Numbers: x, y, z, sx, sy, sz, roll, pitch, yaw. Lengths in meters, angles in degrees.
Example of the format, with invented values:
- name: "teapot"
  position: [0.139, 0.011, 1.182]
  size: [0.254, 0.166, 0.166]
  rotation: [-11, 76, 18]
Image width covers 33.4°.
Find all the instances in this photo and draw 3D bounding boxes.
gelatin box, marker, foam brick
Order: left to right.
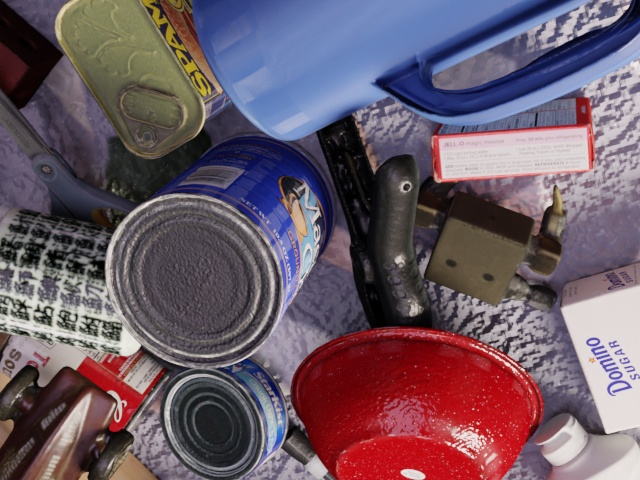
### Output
- name: "foam brick"
  position: [-0.217, -0.122, 0.683]
  size: [0.078, 0.053, 0.051]
  rotation: [41, 113, -4]
- name: "marker"
  position: [0.017, 0.173, 0.747]
  size: [0.121, 0.020, 0.020]
  rotation: [42, 113, -3]
- name: "gelatin box"
  position: [0.112, -0.058, 0.616]
  size: [0.089, 0.073, 0.030]
  rotation: [-4, 107, 14]

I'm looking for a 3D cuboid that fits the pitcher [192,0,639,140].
- name: "pitcher"
  position: [0.057, -0.142, 0.568]
  size: [0.243, 0.149, 0.145]
  rotation: [-27, 115, 23]

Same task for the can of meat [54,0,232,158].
- name: "can of meat"
  position: [-0.100, -0.109, 0.642]
  size: [0.057, 0.083, 0.102]
  rotation: [-29, 100, 20]

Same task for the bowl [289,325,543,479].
- name: "bowl"
  position: [0.057, 0.123, 0.665]
  size: [0.162, 0.055, 0.162]
  rotation: [5, 138, 4]

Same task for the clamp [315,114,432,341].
- name: "clamp"
  position: [0.034, -0.001, 0.656]
  size: [0.039, 0.120, 0.171]
  rotation: [-13, 125, -9]

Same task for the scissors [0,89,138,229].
- name: "scissors"
  position: [-0.182, -0.034, 0.694]
  size: [0.096, 0.016, 0.201]
  rotation: [-34, 117, 31]

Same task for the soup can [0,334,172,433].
- name: "soup can"
  position: [-0.162, 0.089, 0.735]
  size: [0.102, 0.068, 0.069]
  rotation: [35, 113, 0]

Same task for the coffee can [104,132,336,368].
- name: "coffee can"
  position: [-0.054, 0.001, 0.639]
  size: [0.103, 0.140, 0.103]
  rotation: [4, 110, 12]

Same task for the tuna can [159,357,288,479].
- name: "tuna can"
  position: [-0.067, 0.121, 0.731]
  size: [0.086, 0.033, 0.086]
  rotation: [6, 105, 25]
